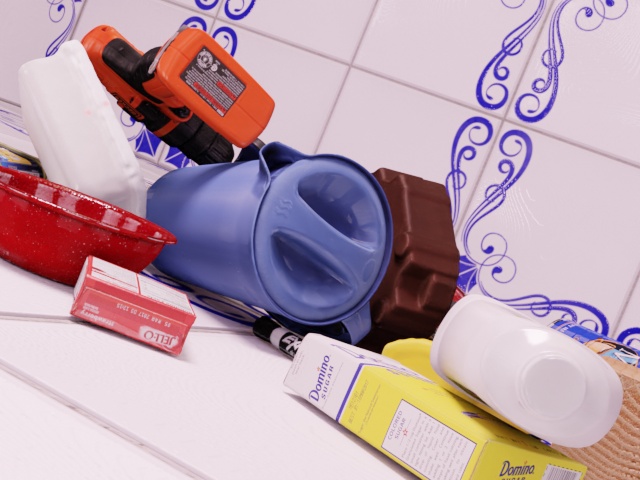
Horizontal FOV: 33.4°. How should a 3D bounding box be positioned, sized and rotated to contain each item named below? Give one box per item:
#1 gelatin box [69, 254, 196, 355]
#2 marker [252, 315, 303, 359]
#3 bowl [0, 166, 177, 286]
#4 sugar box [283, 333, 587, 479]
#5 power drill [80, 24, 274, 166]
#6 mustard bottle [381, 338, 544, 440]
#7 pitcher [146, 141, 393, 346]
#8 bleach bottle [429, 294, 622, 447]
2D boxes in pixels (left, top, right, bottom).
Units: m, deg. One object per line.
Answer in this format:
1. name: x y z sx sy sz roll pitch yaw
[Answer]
1. gelatin box: -0.122 0.041 0.690 0.073 0.030 0.089 23 3 -13
2. marker: -0.014 0.084 0.818 0.020 0.020 0.121 20 3 -41
3. bowl: -0.190 -0.005 0.783 0.162 0.055 0.162 22 3 -1
4. sugar box: 0.064 0.110 0.648 0.093 0.048 0.176 23 4 -39
5. power drill: -0.117 -0.121 0.944 0.184 0.057 0.188 40 -16 -27
6. mustard bottle: 0.137 0.124 0.844 0.096 0.058 0.191 12 -5 46
7. pitcher: -0.056 0.001 0.915 0.144 0.149 0.243 13 -4 -34
8. bleach bottle: 0.115 0.074 0.621 0.102 0.068 0.250 29 -1 8
